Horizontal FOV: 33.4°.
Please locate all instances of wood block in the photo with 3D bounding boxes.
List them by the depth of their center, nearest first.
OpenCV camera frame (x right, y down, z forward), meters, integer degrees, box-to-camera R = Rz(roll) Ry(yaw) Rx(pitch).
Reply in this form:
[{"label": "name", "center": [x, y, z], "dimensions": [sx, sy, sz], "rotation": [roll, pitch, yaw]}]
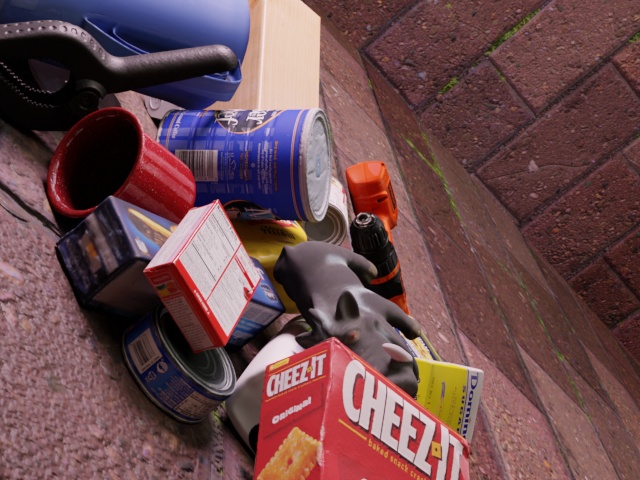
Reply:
[{"label": "wood block", "center": [-0.062, -0.163, 1.109], "dimensions": [0.090, 0.090, 0.206], "rotation": [33, 44, -37]}]

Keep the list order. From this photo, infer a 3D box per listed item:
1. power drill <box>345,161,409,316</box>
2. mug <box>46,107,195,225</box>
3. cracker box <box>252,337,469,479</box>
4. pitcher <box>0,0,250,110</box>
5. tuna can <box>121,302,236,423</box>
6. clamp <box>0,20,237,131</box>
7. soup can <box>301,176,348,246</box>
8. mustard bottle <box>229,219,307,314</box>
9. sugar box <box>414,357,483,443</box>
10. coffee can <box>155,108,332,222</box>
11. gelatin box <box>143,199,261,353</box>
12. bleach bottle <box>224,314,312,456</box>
[{"label": "power drill", "center": [0.064, -0.009, 1.288], "dimensions": [0.187, 0.057, 0.184], "rotation": [-91, 170, -46]}, {"label": "mug", "center": [-0.160, -0.046, 0.839], "dimensions": [0.117, 0.093, 0.081], "rotation": [16, -14, 36]}, {"label": "cracker box", "center": [0.031, 0.195, 0.694], "dimensions": [0.164, 0.072, 0.213], "rotation": [41, 38, -32]}, {"label": "pitcher", "center": [-0.186, -0.196, 0.935], "dimensions": [0.242, 0.149, 0.145], "rotation": [9, 78, -43]}, {"label": "tuna can", "center": [-0.100, 0.087, 0.766], "dimensions": [0.086, 0.034, 0.086], "rotation": [46, 15, -17]}, {"label": "clamp", "center": [-0.190, -0.111, 0.862], "dimensions": [0.209, 0.165, 0.036], "rotation": [13, 31, -29]}, {"label": "soup can", "center": [-0.001, -0.033, 1.295], "dimensions": [0.068, 0.068, 0.102], "rotation": [46, 16, -16]}, {"label": "mustard bottle", "center": [-0.057, 0.001, 1.022], "dimensions": [0.096, 0.058, 0.192], "rotation": [10, 21, -23]}, {"label": "sugar box", "center": [0.118, 0.170, 1.096], "dimensions": [0.048, 0.093, 0.176], "rotation": [11, -3, 29]}, {"label": "coffee can", "center": [-0.068, -0.069, 0.971], "dimensions": [0.102, 0.140, 0.103], "rotation": [2, 90, -77]}, {"label": "gelatin box", "center": [-0.082, 0.025, 0.761], "dimensions": [0.073, 0.030, 0.089], "rotation": [62, 28, -23]}, {"label": "bleach bottle", "center": [-0.007, 0.121, 0.909], "dimensions": [0.102, 0.068, 0.250], "rotation": [51, 12, 0]}]
